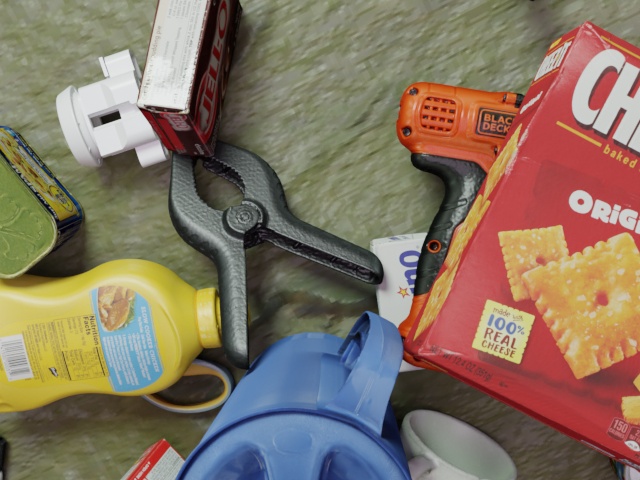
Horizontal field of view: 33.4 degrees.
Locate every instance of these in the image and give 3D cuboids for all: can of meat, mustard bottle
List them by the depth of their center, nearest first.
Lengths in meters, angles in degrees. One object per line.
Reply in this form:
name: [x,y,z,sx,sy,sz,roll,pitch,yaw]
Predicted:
can of meat: [-0.214,-0.030,0.725,0.057,0.084,0.102,-38,95,7]
mustard bottle: [-0.143,0.061,0.730,0.191,0.058,0.096,-7,110,3]

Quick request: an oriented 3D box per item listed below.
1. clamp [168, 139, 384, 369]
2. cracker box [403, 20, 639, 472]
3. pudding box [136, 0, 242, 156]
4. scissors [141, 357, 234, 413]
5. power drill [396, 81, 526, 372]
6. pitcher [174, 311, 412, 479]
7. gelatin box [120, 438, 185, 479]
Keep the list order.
clamp: [-0.055,0.001,0.714,0.120,0.039,0.171,-39,71,-24]
cracker box: [0.169,0.007,0.622,0.164,0.072,0.213,27,87,-3]
pudding box: [-0.082,-0.120,0.688,0.039,0.090,0.113,7,78,5]
scissors: [-0.159,0.075,0.773,0.202,0.016,0.096,11,97,1]
power drill: [0.129,-0.001,0.686,0.184,0.057,0.187,10,87,4]
pitcher: [-0.004,0.125,0.658,0.149,0.243,0.145,-19,97,5]
gelatin box: [-0.107,0.198,0.758,0.089,0.073,0.030,48,126,-5]
